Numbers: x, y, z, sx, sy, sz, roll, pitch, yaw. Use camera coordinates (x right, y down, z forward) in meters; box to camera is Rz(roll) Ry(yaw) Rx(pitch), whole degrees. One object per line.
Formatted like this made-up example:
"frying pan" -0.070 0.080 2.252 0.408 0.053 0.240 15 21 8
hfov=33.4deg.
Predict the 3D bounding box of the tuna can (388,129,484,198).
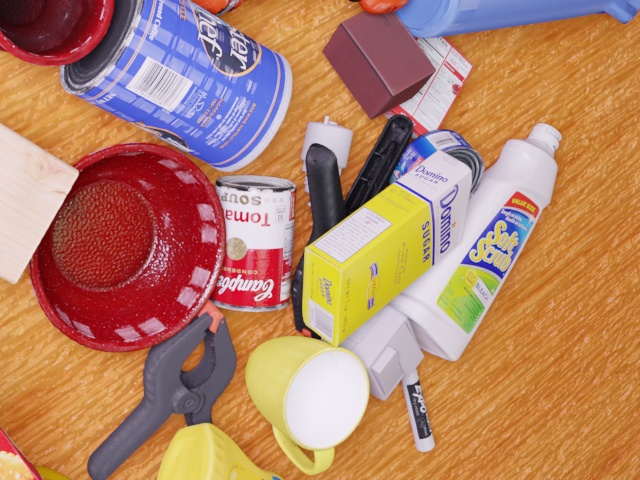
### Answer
"tuna can" 0.106 -0.060 0.982 0.086 0.034 0.086 -20 139 -19

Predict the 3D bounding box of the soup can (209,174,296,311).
"soup can" -0.056 0.001 0.880 0.068 0.069 0.102 -4 104 -35

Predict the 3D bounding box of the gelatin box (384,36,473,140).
"gelatin box" 0.091 -0.146 0.976 0.073 0.030 0.089 35 80 -34

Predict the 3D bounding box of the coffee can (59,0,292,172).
"coffee can" -0.106 -0.125 0.794 0.140 0.103 0.103 26 85 -36

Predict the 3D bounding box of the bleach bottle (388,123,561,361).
"bleach bottle" 0.157 -0.013 1.034 0.102 0.068 0.250 45 72 -39

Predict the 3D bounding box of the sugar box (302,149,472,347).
"sugar box" 0.059 0.004 0.903 0.176 0.048 0.093 -35 145 -32

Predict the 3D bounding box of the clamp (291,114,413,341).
"clamp" 0.021 -0.010 0.928 0.164 0.036 0.210 -33 141 -51

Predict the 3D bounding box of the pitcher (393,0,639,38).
"pitcher" 0.169 -0.260 0.948 0.242 0.149 0.145 -17 123 -31

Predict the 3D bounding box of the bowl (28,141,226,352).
"bowl" -0.154 0.002 0.818 0.161 0.055 0.162 -9 106 -34

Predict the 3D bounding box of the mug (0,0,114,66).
"mug" -0.202 -0.179 0.725 0.093 0.082 0.117 -24 114 -29

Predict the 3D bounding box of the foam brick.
"foam brick" 0.050 -0.153 0.909 0.052 0.051 0.078 -31 82 -26

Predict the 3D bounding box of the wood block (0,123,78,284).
"wood block" -0.277 -0.063 0.695 0.205 0.090 0.091 33 81 -37

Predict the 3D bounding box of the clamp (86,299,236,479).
"clamp" -0.108 0.132 0.881 0.120 0.039 0.171 17 107 -45

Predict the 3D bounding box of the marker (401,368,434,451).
"marker" 0.092 0.154 1.053 0.020 0.020 0.121 -27 115 -28

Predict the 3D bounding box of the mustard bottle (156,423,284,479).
"mustard bottle" -0.057 0.235 0.887 0.191 0.058 0.096 47 36 -40
